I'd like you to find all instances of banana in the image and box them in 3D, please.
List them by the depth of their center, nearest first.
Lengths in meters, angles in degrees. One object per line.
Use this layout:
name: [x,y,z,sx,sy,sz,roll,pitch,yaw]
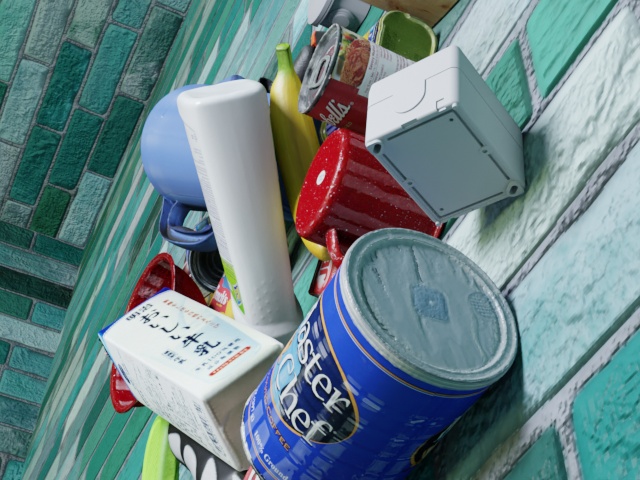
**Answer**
banana: [-0.015,-0.059,0.844,0.069,0.037,0.198,66,-172,-62]

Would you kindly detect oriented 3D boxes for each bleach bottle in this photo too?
bleach bottle: [-0.056,0.001,0.862,0.103,0.068,0.251,-135,33,-72]

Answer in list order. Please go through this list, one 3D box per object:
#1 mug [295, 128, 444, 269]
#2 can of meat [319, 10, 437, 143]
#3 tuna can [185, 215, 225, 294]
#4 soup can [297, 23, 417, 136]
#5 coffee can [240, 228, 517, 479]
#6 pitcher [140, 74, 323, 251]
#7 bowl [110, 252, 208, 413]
mug: [0.033,-0.018,0.735,0.093,0.081,0.117,129,156,-49]
can of meat: [0.048,-0.125,0.866,0.084,0.057,0.102,-39,35,58]
tuna can: [-0.100,0.015,1.134,0.086,0.086,0.034,-65,18,16]
soup can: [0.043,-0.105,0.770,0.068,0.102,0.068,-160,90,-74]
coffee can: [0.029,0.077,0.593,0.103,0.102,0.140,-87,23,-47]
pitcher: [-0.074,-0.073,1.017,0.243,0.144,0.149,15,122,60]
bowl: [-0.152,0.096,1.045,0.162,0.055,0.162,-48,32,44]
